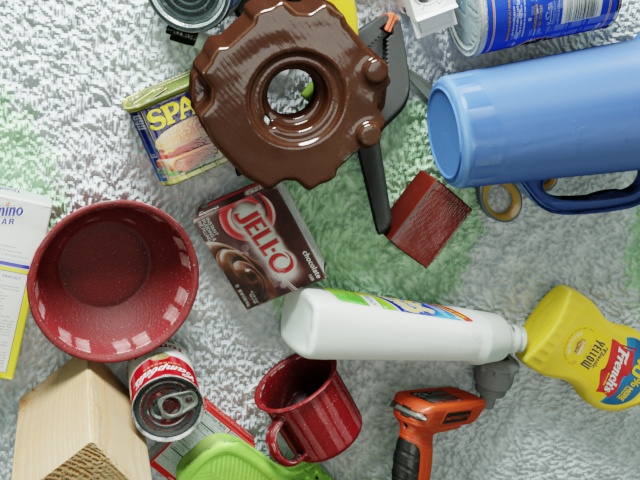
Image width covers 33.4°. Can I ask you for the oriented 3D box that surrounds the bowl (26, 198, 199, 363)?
[{"bbox_3d":[-0.200,0.032,1.014,0.162,0.055,0.162,-7,110,-20],"label":"bowl"}]

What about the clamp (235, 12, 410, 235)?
[{"bbox_3d":[0.018,-0.124,1.034,0.164,0.036,0.210,15,99,-10],"label":"clamp"}]

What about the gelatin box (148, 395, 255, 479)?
[{"bbox_3d":[-0.123,0.217,1.107,0.089,0.030,0.073,-46,109,3],"label":"gelatin box"}]

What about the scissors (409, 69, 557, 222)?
[{"bbox_3d":[0.151,-0.087,1.087,0.201,0.016,0.096,25,99,-18],"label":"scissors"}]

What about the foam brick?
[{"bbox_3d":[0.104,-0.023,1.076,0.051,0.053,0.078,35,97,-20],"label":"foam brick"}]

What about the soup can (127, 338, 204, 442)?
[{"bbox_3d":[-0.153,0.143,1.039,0.068,0.102,0.068,-4,107,-12],"label":"soup can"}]

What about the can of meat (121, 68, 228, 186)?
[{"bbox_3d":[-0.122,-0.109,0.997,0.102,0.057,0.084,-24,112,-6],"label":"can of meat"}]

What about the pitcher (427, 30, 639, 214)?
[{"bbox_3d":[0.233,-0.110,1.033,0.242,0.145,0.149,-10,70,-12],"label":"pitcher"}]

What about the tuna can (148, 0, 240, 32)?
[{"bbox_3d":[-0.114,-0.230,0.953,0.086,0.033,0.086,8,120,13],"label":"tuna can"}]

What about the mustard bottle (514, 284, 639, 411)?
[{"bbox_3d":[0.310,0.133,1.168,0.191,0.058,0.096,32,92,-20],"label":"mustard bottle"}]

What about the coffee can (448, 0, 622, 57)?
[{"bbox_3d":[0.197,-0.237,1.006,0.140,0.103,0.103,-13,109,-9],"label":"coffee can"}]

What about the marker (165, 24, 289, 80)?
[{"bbox_3d":[-0.087,-0.179,1.003,0.121,0.020,0.020,17,102,-17],"label":"marker"}]

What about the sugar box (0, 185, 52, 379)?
[{"bbox_3d":[-0.315,0.036,1.001,0.093,0.048,0.176,13,99,-17],"label":"sugar box"}]

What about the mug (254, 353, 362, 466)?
[{"bbox_3d":[-0.014,0.179,1.082,0.117,0.093,0.081,-52,124,-40],"label":"mug"}]

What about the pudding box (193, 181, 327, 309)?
[{"bbox_3d":[-0.057,0.001,1.037,0.090,0.039,0.113,-22,116,16],"label":"pudding box"}]

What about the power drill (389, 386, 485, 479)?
[{"bbox_3d":[0.121,0.254,1.141,0.184,0.057,0.188,4,99,-45],"label":"power drill"}]

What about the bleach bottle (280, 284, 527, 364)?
[{"bbox_3d":[0.093,0.091,1.093,0.250,0.103,0.068,6,99,-21],"label":"bleach bottle"}]

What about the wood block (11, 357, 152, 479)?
[{"bbox_3d":[-0.219,0.193,0.983,0.091,0.206,0.090,-38,111,0],"label":"wood block"}]
